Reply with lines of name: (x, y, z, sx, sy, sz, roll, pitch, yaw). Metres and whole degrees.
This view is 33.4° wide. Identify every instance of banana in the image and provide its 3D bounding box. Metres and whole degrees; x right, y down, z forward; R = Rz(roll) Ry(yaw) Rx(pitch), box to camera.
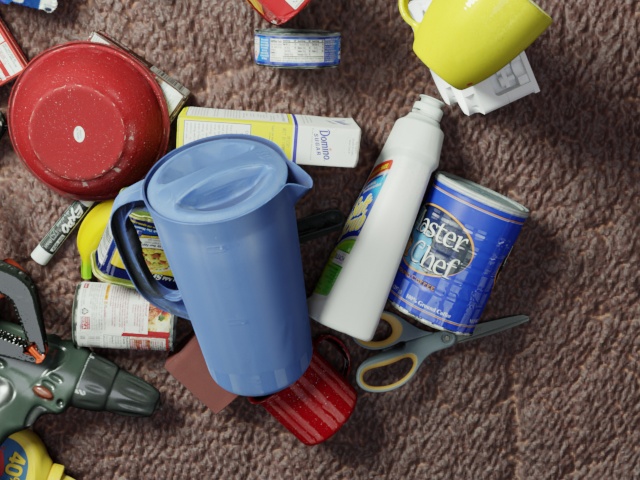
banana: (-0.175, -0.030, 1.101, 0.198, 0.037, 0.069, -25, 129, 5)

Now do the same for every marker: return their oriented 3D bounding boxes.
marker: (-0.256, -0.025, 1.104, 0.020, 0.020, 0.121, 38, 98, -11)

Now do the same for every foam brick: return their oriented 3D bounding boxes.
foam brick: (-0.118, 0.135, 1.132, 0.078, 0.053, 0.051, 44, 97, -10)

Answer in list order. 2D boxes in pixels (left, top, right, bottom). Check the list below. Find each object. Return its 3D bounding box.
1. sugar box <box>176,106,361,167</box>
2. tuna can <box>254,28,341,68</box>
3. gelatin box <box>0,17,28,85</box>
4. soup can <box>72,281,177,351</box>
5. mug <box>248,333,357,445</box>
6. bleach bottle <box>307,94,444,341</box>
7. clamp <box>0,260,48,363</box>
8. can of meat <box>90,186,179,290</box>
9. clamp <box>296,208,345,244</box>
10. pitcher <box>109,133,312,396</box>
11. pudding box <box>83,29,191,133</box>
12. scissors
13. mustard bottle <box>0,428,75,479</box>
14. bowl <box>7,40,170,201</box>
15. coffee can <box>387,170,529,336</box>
sugar box: (-0.052, -0.102, 1.060, 0.176, 0.093, 0.048, 6, 103, -4)
tuna can: (-0.022, -0.189, 1.046, 0.086, 0.086, 0.034, 0, 104, -3)
gelatin box: (-0.344, -0.180, 1.058, 0.089, 0.030, 0.073, -29, 101, 3)
soup can: (-0.201, 0.078, 1.106, 0.102, 0.068, 0.068, 3, 103, -4)
mug: (-0.009, 0.153, 1.131, 0.081, 0.093, 0.117, 46, 60, -16)
bleach bottle: (0.064, -0.027, 1.087, 0.068, 0.103, 0.251, 23, 89, -13)
clamp: (-0.354, 0.047, 1.046, 0.164, 0.036, 0.210, -35, 103, 1)
can of meat: (-0.167, 0.001, 1.066, 0.102, 0.057, 0.084, 14, 120, -25)
clamp: (-0.057, 0.001, 1.101, 0.172, 0.039, 0.120, -42, 133, 21)
pitcher: (-0.087, 0.031, 1.010, 0.144, 0.149, 0.243, -37, 136, -30)
pudding box: (-0.201, -0.143, 1.070, 0.113, 0.039, 0.090, 35, 102, -7)
scissors: (0.119, 0.093, 1.151, 0.201, 0.016, 0.096, -29, 82, -12)
mustard bottle: (-0.352, 0.239, 1.139, 0.191, 0.058, 0.096, 19, 95, -8)
bowl: (-0.229, -0.109, 1.030, 0.162, 0.055, 0.162, 0, 107, 1)
coffee can: (0.138, 0.013, 1.092, 0.102, 0.103, 0.140, 22, 101, -8)
